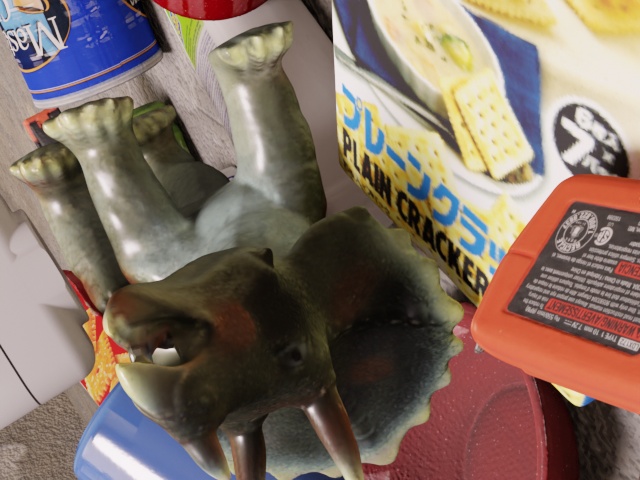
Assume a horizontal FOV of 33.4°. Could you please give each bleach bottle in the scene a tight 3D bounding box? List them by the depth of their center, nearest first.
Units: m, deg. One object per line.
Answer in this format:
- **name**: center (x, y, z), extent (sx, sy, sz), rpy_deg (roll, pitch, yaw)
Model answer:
- **bleach bottle**: center (-0.040, -0.111, 0.575), extent (0.251, 0.068, 0.103), rpy_deg (60, 159, 9)

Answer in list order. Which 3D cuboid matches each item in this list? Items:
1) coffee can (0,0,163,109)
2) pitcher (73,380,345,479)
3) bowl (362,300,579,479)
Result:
- **coffee can**: center (-0.187, -0.180, 0.770), extent (0.103, 0.102, 0.140), rpy_deg (22, 137, 59)
- **pitcher**: center (-0.054, 0.196, 0.763), extent (0.243, 0.149, 0.145), rpy_deg (33, 163, 8)
- **bowl**: center (0.079, 0.113, 0.538), extent (0.162, 0.055, 0.162), rpy_deg (-29, 56, 55)
